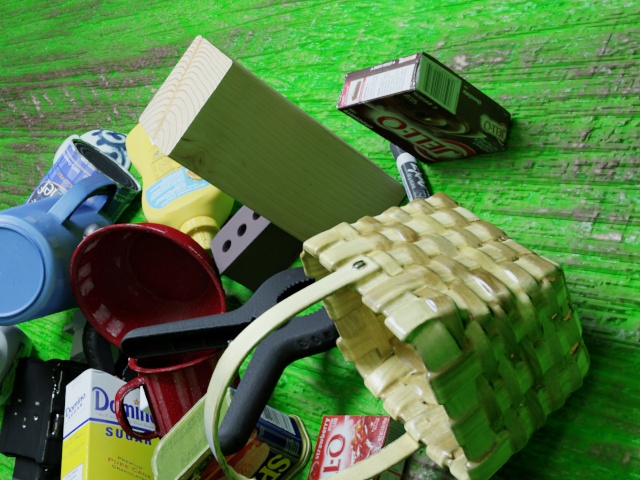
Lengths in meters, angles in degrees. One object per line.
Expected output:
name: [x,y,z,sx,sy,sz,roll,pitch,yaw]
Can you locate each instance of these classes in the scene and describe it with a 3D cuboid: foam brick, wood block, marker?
foam brick: [-0.057,0.001,1.005,0.078,0.051,0.053,-46,36,15]
wood block: [-0.038,-0.071,0.903,0.091,0.205,0.090,-53,34,6]
marker: [0.079,-0.049,0.907,0.020,0.020,0.121,-41,37,22]

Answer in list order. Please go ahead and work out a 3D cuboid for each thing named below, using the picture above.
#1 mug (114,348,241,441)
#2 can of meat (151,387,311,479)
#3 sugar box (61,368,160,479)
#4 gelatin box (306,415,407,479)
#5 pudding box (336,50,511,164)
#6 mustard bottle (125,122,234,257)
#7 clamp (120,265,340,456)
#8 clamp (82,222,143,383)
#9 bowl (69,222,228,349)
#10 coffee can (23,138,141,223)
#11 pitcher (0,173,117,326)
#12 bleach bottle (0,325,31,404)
mug: [-0.119,0.132,0.913,0.117,0.081,0.093,-22,18,-26]
can of meat: [-0.073,0.172,0.861,0.102,0.083,0.057,-46,36,15]
sugar box: [-0.185,0.207,0.964,0.048,0.093,0.176,-36,40,26]
gelatin box: [0.024,0.174,0.787,0.073,0.030,0.089,-10,55,47]
pudding box: [0.084,-0.104,0.862,0.090,0.113,0.039,-8,60,49]
mustard bottle: [-0.139,-0.055,1.100,0.096,0.058,0.192,-25,50,4]
clamp: [-0.036,0.078,0.844,0.209,0.036,0.165,-26,40,-17]
clamp: [-0.208,0.068,1.086,0.039,0.120,0.171,-13,57,51]
bowl: [-0.156,0.040,1.029,0.162,0.162,0.055,-31,18,33]
coffee can: [-0.299,-0.037,1.290,0.140,0.102,0.103,-51,35,9]
pitcher: [-0.293,0.012,1.124,0.243,0.145,0.149,-66,-32,-86]
bleach bottle: [-0.369,0.135,1.180,0.102,0.068,0.251,-64,8,-11]
